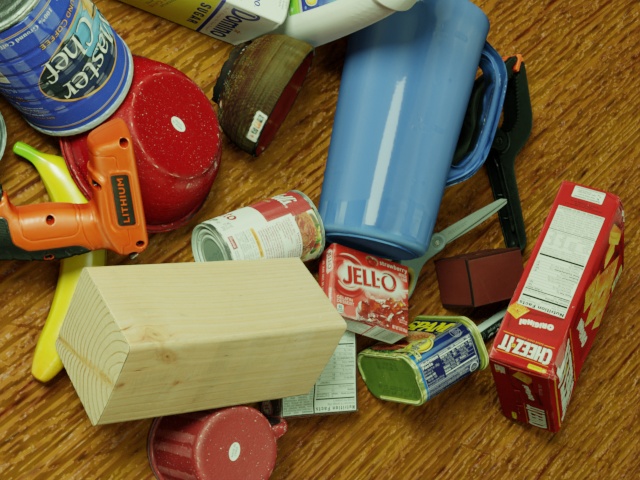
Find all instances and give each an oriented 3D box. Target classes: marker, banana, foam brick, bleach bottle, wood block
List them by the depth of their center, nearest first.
[{"bbox_3d":[-0.095,0.078,0.869,0.205,0.090,0.091,-2,43,-39],"label":"wood block"},{"bbox_3d":[-0.211,0.015,0.882,0.069,0.037,0.198,-5,88,-12],"label":"banana"},{"bbox_3d":[0.026,-0.232,0.922,0.068,0.251,0.102,11,81,-32],"label":"bleach bottle"},{"bbox_3d":[0.168,0.038,1.116,0.078,0.053,0.051,-11,93,-34],"label":"foam brick"},{"bbox_3d":[0.184,0.090,1.142,0.120,0.020,0.020,-29,102,-31],"label":"marker"}]

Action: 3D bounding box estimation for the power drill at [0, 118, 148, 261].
[{"bbox_3d":[-0.232,-0.038,0.803,0.187,0.057,0.184,-12,119,-12],"label":"power drill"}]

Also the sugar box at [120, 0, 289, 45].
[{"bbox_3d":[-0.122,-0.222,0.919,0.176,0.094,0.048,19,77,-31],"label":"sugar box"}]

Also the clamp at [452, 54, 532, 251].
[{"bbox_3d":[0.171,-0.103,1.137,0.164,0.036,0.210,15,82,-32],"label":"clamp"}]

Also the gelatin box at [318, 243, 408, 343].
[{"bbox_3d":[0.041,0.050,1.002,0.089,0.030,0.073,19,58,-28],"label":"gelatin box"}]

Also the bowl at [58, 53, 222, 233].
[{"bbox_3d":[-0.137,-0.090,0.901,0.161,0.055,0.162,15,67,-41],"label":"bowl"}]

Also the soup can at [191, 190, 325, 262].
[{"bbox_3d":[-0.056,0.001,0.962,0.102,0.069,0.068,-21,98,-32],"label":"soup can"}]

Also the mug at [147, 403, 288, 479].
[{"bbox_3d":[-0.081,0.177,0.925,0.117,0.082,0.093,-12,93,-33],"label":"mug"}]

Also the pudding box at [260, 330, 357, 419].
[{"bbox_3d":[-0.010,0.108,1.002,0.089,0.039,0.113,2,87,-36],"label":"pudding box"}]

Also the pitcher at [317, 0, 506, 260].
[{"bbox_3d":[0.082,-0.106,1.013,0.145,0.149,0.243,38,63,-68],"label":"pitcher"}]

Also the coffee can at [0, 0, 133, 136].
[{"bbox_3d":[-0.217,-0.157,0.809,0.140,0.103,0.102,57,51,-62],"label":"coffee can"}]

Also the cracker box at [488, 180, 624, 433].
[{"bbox_3d":[0.252,0.072,1.112,0.213,0.072,0.164,-63,154,-21],"label":"cracker box"}]

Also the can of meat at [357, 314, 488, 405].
[{"bbox_3d":[0.097,0.116,1.035,0.083,0.102,0.057,-27,102,-30],"label":"can of meat"}]

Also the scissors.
[{"bbox_3d":[0.099,-0.007,1.078,0.201,0.016,0.096,-45,105,-17],"label":"scissors"}]
